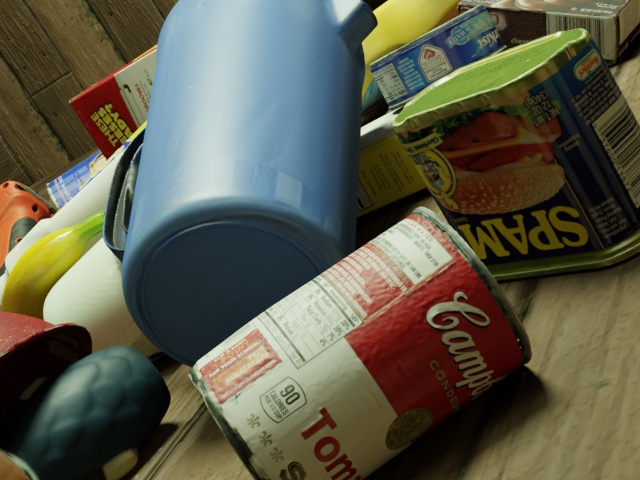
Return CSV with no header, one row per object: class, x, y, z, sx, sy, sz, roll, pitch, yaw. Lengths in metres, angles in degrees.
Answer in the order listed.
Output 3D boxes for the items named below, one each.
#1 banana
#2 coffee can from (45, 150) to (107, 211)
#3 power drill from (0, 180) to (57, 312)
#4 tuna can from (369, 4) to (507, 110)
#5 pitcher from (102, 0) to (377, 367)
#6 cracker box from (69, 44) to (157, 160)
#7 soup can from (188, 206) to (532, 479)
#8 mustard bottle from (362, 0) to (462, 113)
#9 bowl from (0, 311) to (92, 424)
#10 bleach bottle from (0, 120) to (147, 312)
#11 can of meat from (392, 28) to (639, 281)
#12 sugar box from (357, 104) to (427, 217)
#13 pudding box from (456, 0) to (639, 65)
banana,-0.188,0.043,0.747,0.069,0.037,0.198,-10,-23,-23
coffee can,-0.209,-0.056,1.157,0.140,0.103,0.103,-33,13,-4
power drill,-0.292,0.048,0.937,0.184,0.057,0.188,-35,42,12
tuna can,0.075,-0.119,0.695,0.086,0.034,0.086,-28,7,3
pitcher,-0.047,-0.038,0.588,0.243,0.145,0.149,-89,11,-54
cracker box,-0.087,-0.095,0.888,0.214,0.164,0.072,-19,17,43
soup can,0.013,0.044,0.377,0.102,0.068,0.068,-34,14,-7
mustard bottle,0.036,-0.129,0.780,0.191,0.058,0.096,-39,-6,-22
bowl,-0.193,0.090,0.545,0.162,0.055,0.162,-48,-13,-15
bleach bottle,-0.152,-0.025,0.787,0.251,0.068,0.102,-39,12,15
can of meat,0.088,-0.035,0.452,0.057,0.084,0.102,-40,16,-31
sugar box,0.025,-0.046,0.720,0.177,0.048,0.093,-26,12,35
pudding box,0.163,-0.159,0.728,0.114,0.039,0.089,14,40,30
